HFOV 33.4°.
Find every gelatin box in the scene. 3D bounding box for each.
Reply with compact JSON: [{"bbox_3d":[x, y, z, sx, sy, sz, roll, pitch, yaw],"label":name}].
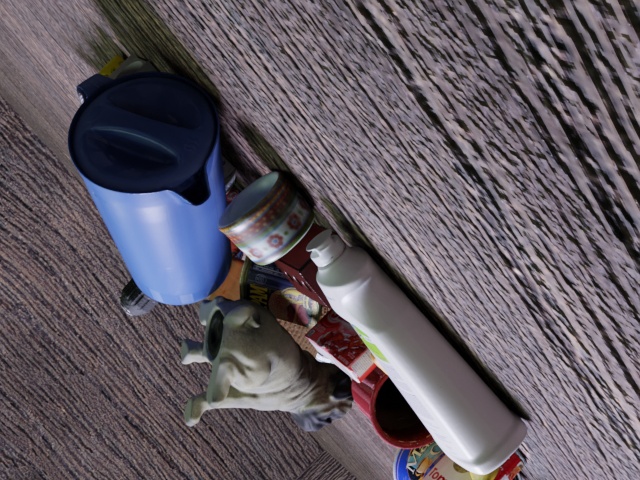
[{"bbox_3d":[0.035,0.093,1.076,0.030,0.073,0.089,52,168,-33],"label":"gelatin box"}]

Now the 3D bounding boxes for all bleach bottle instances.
[{"bbox_3d":[0.077,0.093,0.952,0.250,0.068,0.103,51,168,-17],"label":"bleach bottle"}]

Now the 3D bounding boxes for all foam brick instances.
[{"bbox_3d":[-0.004,0.022,1.016,0.053,0.051,0.078,50,169,-23],"label":"foam brick"}]

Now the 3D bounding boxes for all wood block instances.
[{"bbox_3d":[-0.069,0.088,1.322,0.090,0.090,0.206,22,180,-20],"label":"wood block"}]

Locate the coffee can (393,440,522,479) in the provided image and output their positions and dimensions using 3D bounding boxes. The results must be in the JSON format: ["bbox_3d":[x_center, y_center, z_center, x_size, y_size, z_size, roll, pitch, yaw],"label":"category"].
[{"bbox_3d":[0.156,0.277,1.228,0.102,0.102,0.140,48,169,-14],"label":"coffee can"}]

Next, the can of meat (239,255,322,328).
[{"bbox_3d":[-0.036,0.046,1.110,0.084,0.057,0.102,16,153,5],"label":"can of meat"}]

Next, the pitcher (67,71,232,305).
[{"bbox_3d":[-0.156,-0.045,1.029,0.145,0.149,0.243,2,149,3],"label":"pitcher"}]

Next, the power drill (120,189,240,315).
[{"bbox_3d":[-0.154,0.019,1.280,0.057,0.184,0.187,44,179,4],"label":"power drill"}]

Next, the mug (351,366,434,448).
[{"bbox_3d":[0.072,0.153,1.104,0.117,0.093,0.082,29,180,-20],"label":"mug"}]

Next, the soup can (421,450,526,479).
[{"bbox_3d":[0.155,0.246,1.113,0.068,0.102,0.068,44,170,10],"label":"soup can"}]
